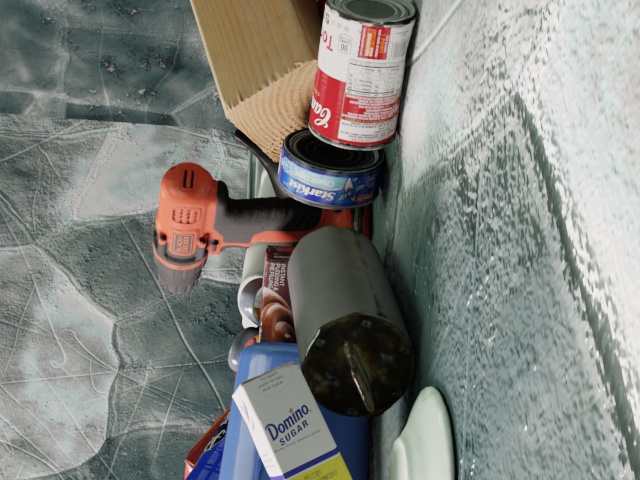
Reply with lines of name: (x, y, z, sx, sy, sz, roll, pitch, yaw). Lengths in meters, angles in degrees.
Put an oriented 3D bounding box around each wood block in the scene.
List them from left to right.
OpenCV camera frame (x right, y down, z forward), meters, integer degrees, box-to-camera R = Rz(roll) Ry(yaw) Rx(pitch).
wood block: (-0.048, -0.185, 0.933, 0.090, 0.091, 0.206, 41, -155, -52)

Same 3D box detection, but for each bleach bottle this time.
bleach bottle: (-0.051, 0.012, 1.199, 0.250, 0.068, 0.102, -75, -20, -57)

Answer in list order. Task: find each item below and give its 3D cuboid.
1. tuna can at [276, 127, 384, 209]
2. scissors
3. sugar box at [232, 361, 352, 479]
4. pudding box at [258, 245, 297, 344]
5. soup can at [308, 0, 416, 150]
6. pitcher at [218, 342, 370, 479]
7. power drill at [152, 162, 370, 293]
tuna can: (0.009, -0.060, 0.870, 0.086, 0.086, 0.034, -97, 14, -59)
scissors: (-0.036, 0.096, 1.004, 0.096, 0.016, 0.201, -66, -27, -15)
sugar box: (0.000, 0.167, 0.686, 0.093, 0.048, 0.176, 124, 124, -75)
pudding box: (-0.007, 0.062, 0.916, 0.039, 0.090, 0.113, -96, 10, -65)
soup can: (0.031, -0.127, 0.792, 0.068, 0.068, 0.102, -96, 12, -57)
pitcher: (-0.024, 0.204, 0.827, 0.149, 0.144, 0.243, -10, 72, 56)
power drill: (-0.056, 0.001, 0.958, 0.185, 0.187, 0.057, 108, 163, -60)
